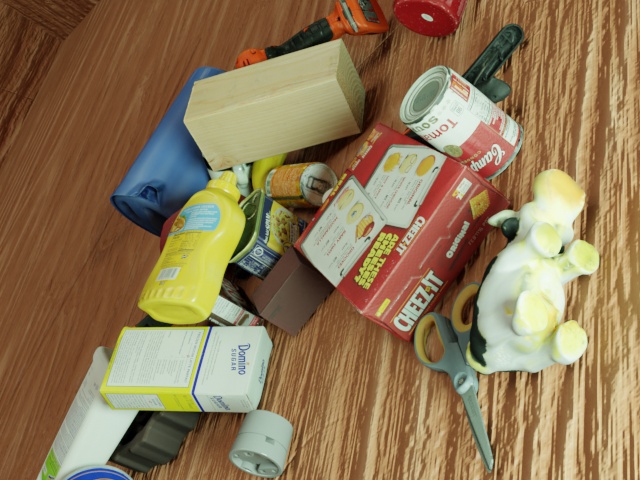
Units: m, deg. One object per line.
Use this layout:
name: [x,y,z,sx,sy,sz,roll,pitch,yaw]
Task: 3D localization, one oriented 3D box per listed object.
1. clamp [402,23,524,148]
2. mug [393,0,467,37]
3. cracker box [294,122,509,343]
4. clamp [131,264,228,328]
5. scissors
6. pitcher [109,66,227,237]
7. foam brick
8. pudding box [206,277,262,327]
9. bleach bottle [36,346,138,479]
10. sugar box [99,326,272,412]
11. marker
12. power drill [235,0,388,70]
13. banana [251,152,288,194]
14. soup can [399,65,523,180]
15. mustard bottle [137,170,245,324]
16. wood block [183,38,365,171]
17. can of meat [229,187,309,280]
clamp: [0.145,-0.142,1.106,0.172,0.039,0.120,-46,10,33]
mug: [0.134,-0.291,1.271,0.117,0.093,0.081,99,-170,-71]
cracker box: [0.073,-0.014,1.053,0.164,0.072,0.214,-55,25,4]
clamp: [-0.207,0.099,1.378,0.165,0.036,0.209,-42,4,23]
scissors: [0.129,0.099,0.876,0.096,0.016,0.202,-53,25,9]
pitcher: [-0.188,-0.121,1.537,0.149,0.144,0.242,4,61,50]
foam brick: [-0.030,0.055,1.179,0.078,0.053,0.051,-51,25,11]
pudding box: [-0.127,0.069,1.295,0.039,0.090,0.113,-56,25,8]
bleach bottle: [-0.295,0.259,1.286,0.251,0.068,0.103,-60,25,4]
sugar box: [-0.148,0.143,1.192,0.176,0.048,0.093,1,50,16]
marker: [-0.067,0.011,1.341,0.121,0.020,0.020,-42,28,28]
power drill: [-0.005,-0.262,1.438,0.188,0.057,0.184,-27,-2,23]
banana: [-0.045,-0.121,1.415,0.037,0.069,0.197,112,179,-68]
soup can: [0.134,-0.112,1.019,0.069,0.102,0.068,-42,28,28]
mustard bottle: [-0.136,0.001,1.222,0.096,0.058,0.191,-8,52,41]
wood block: [-0.056,-0.170,1.354,0.206,0.090,0.090,-13,42,19]
can of meat: [-0.058,0.001,1.257,0.058,0.083,0.102,-39,30,35]
